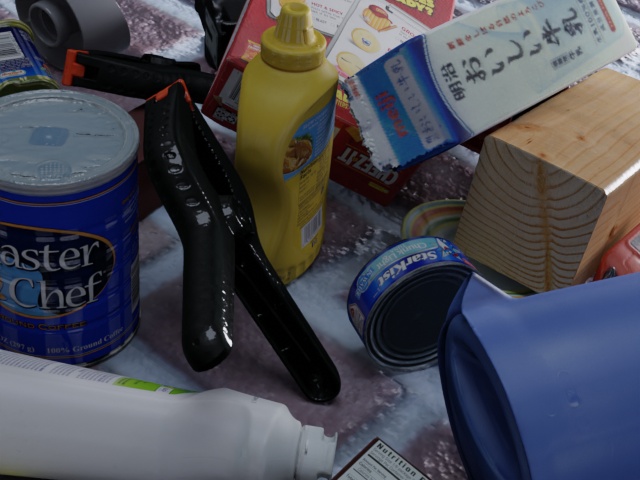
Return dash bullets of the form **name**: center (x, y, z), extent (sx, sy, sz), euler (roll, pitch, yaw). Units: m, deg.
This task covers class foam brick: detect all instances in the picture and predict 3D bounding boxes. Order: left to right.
- **foam brick**: center (-0.134, -0.059, 0.795), extent (0.053, 0.051, 0.078), euler (24, 41, 23)

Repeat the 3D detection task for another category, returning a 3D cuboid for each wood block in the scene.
- **wood block**: center (0.193, -0.048, 0.773), extent (0.090, 0.091, 0.205), euler (29, 35, 24)

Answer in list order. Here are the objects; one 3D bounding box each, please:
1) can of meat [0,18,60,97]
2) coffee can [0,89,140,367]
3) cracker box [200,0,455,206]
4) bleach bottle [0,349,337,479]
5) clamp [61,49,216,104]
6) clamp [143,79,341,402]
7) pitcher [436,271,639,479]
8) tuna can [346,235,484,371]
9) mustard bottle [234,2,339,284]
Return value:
- **can of meat**: center (-0.228, -0.099, 0.793), extent (0.057, 0.102, 0.084), euler (-14, 45, -24)
- **coffee can**: center (-0.161, -0.006, 0.650), extent (0.102, 0.140, 0.103), euler (4, 38, -3)
- **cracker box**: center (0.012, -0.150, 0.853), extent (0.164, 0.072, 0.213), euler (25, 47, -11)
- **bleach bottle**: center (-0.117, 0.098, 0.566), extent (0.251, 0.068, 0.102), euler (9, 0, 1)
- **clamp**: center (-0.132, -0.131, 0.854), extent (0.171, 0.039, 0.120), euler (6, 8, -36)
- **clamp**: center (-0.054, 0.001, 0.627), extent (0.036, 0.164, 0.210), euler (-29, 60, 13)
- **pitcher**: center (0.196, 0.083, 0.572), extent (0.242, 0.149, 0.145), euler (-14, 33, -8)
- **tuna can**: center (0.061, 0.039, 0.670), extent (0.086, 0.086, 0.034), euler (-10, 39, -20)
- **mustard bottle**: center (-0.023, -0.066, 0.705), extent (0.058, 0.192, 0.096), euler (21, 40, 18)
